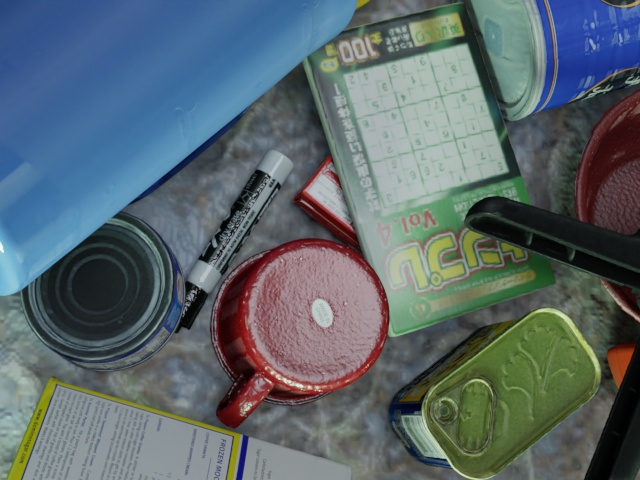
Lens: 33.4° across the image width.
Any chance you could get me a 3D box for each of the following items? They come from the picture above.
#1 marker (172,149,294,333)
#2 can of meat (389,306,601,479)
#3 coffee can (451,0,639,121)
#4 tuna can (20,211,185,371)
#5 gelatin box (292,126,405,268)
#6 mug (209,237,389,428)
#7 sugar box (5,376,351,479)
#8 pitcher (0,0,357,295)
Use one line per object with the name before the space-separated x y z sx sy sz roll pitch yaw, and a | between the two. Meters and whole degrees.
marker | -0.054 0.001 0.618 0.020 0.020 0.121 33 76 -5
can of meat | 0.093 0.086 0.602 0.102 0.084 0.057 -35 90 -15
coffee can | 0.164 -0.139 0.643 0.140 0.103 0.103 -16 85 -14
tuna can | -0.118 0.027 0.582 0.086 0.034 0.086 -1 75 2
gelatin box | 0.038 -0.036 0.638 0.073 0.030 0.089 38 75 -5
mug | -0.018 0.053 0.585 0.093 0.082 0.117 41 75 -3
sugar box | -0.074 0.140 0.557 0.176 0.048 0.093 21 38 -10
pitcher | -0.100 -0.082 0.523 0.242 0.145 0.149 -47 113 -29
